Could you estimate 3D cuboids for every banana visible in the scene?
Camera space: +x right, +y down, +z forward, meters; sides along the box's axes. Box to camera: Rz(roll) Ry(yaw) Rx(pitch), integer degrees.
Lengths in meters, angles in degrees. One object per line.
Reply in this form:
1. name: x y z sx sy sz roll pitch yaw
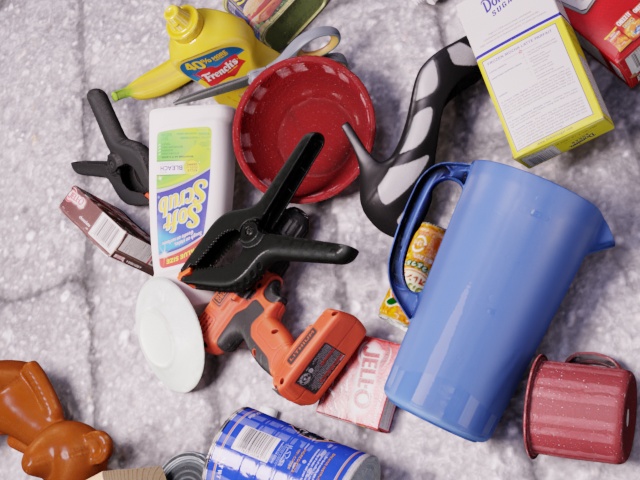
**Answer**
1. banana: -0.160 -0.215 1.294 0.198 0.069 0.037 -28 100 22

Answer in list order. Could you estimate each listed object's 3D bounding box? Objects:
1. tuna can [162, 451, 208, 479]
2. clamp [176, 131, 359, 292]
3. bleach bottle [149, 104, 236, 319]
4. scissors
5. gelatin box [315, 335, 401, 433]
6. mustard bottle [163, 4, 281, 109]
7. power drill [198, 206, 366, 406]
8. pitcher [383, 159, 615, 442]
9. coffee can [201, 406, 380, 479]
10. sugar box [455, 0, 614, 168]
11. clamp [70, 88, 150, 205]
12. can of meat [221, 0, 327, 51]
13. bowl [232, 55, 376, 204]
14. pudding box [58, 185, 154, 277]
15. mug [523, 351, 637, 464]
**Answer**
1. tuna can: -0.133 0.265 1.116 0.086 0.033 0.086 -11 67 26
2. clamp: -0.057 0.001 1.102 0.210 0.036 0.164 -36 50 16
3. bleach bottle: -0.139 -0.021 1.188 0.103 0.068 0.251 -2 88 15
4. scissors: -0.059 -0.192 1.169 0.201 0.096 0.016 -11 61 -21
5. gelatin box: 0.043 0.140 1.067 0.073 0.030 0.089 11 78 32
6. mustard bottle: -0.113 -0.208 1.190 0.096 0.191 0.058 -15 65 24
7. power drill: -0.036 0.069 1.106 0.184 0.057 0.188 -55 41 2
8. pitcher: 0.144 0.052 0.986 0.149 0.144 0.243 22 86 54
9. coffee can: -0.027 0.230 1.018 0.140 0.102 0.103 17 80 24
10. sugar box: 0.203 -0.168 1.018 0.093 0.048 0.176 -25 67 25
11. clamp: -0.248 -0.090 1.303 0.171 0.039 0.120 50 136 24
12. can of meat: -0.053 -0.286 1.268 0.102 0.057 0.084 -46 59 7
13. bowl: -0.012 -0.117 1.166 0.162 0.055 0.162 -1 85 17
14. pudding box: -0.241 -0.011 1.248 0.114 0.090 0.039 40 95 33
15. mug: 0.232 0.142 0.936 0.082 0.093 0.117 4 37 25
